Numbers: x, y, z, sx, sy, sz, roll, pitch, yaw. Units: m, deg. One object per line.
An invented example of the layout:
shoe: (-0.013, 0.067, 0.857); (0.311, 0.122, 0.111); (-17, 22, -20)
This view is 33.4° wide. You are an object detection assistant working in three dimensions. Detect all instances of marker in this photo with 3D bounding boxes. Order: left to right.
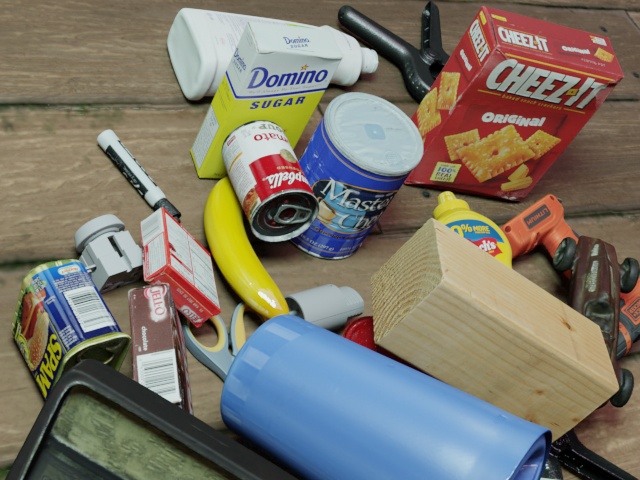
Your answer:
marker: (-0.175, -0.060, 1.038); (0.020, 0.020, 0.121); (-27, 69, -41)

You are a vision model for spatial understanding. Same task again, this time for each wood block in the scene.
wood block: (0.152, 0.082, 0.943); (0.206, 0.090, 0.091); (31, 31, -21)

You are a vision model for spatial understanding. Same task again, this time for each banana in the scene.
banana: (-0.075, -0.002, 1.019); (0.069, 0.037, 0.198); (1, 45, -14)

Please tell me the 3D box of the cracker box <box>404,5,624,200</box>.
cracker box: (0.202, -0.140, 1.175); (0.164, 0.214, 0.072); (8, 50, -23)

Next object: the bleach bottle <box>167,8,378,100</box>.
bleach bottle: (-0.041, -0.204, 1.206); (0.250, 0.068, 0.102); (-2, 54, -32)

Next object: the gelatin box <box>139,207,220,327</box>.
gelatin box: (-0.126, 0.024, 0.949); (0.073, 0.030, 0.089); (47, 16, -36)

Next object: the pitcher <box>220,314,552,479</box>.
pitcher: (0.050, 0.153, 0.835); (0.243, 0.149, 0.144); (26, 60, 25)

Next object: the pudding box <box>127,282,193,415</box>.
pudding box: (-0.128, 0.105, 0.870); (0.039, 0.090, 0.113); (-8, 55, -1)

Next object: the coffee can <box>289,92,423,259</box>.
coffee can: (0.026, -0.063, 1.064); (0.102, 0.140, 0.103); (15, 47, -17)

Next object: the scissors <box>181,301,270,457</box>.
scissors: (-0.084, 0.129, 0.929); (0.096, 0.016, 0.201); (17, 46, -12)

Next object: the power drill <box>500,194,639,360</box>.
power drill: (0.270, 0.051, 1.163); (0.184, 0.057, 0.188); (-32, 74, -39)

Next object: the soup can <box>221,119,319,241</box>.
soup can: (-0.050, -0.058, 1.023); (0.068, 0.069, 0.102); (0, 47, -29)

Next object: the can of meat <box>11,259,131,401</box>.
can of meat: (-0.202, 0.076, 0.850); (0.057, 0.102, 0.084); (-15, 59, -37)

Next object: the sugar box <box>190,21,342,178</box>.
sugar box: (-0.056, -0.132, 1.053); (0.093, 0.176, 0.048); (0, 53, -29)

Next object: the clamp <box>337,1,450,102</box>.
clamp: (0.121, -0.224, 1.328); (0.164, 0.036, 0.210); (-6, 57, -33)

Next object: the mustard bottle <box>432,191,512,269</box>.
mustard bottle: (0.156, 0.027, 1.116); (0.096, 0.058, 0.191); (-7, 53, -10)
